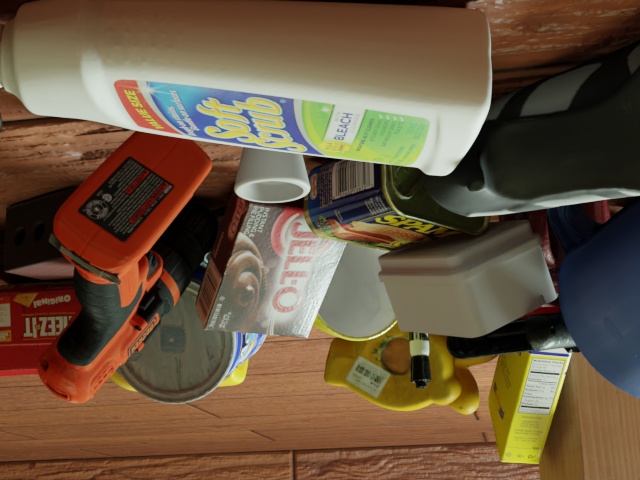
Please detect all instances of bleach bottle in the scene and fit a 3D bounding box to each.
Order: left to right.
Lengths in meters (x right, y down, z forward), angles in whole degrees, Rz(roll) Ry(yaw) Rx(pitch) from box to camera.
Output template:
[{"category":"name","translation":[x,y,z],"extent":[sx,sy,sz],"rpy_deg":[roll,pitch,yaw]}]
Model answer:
[{"category":"bleach bottle","translation":[-0.048,-0.081,0.533],"extent":[0.250,0.068,0.103],"rpy_deg":[3,163,-6]}]

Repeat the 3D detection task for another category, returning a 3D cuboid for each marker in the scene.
[{"category":"marker","translation":[0.088,0.073,0.963],"extent":[0.020,0.121,0.020],"rpy_deg":[-1,164,-1]}]

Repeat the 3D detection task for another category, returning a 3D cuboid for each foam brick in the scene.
[{"category":"foam brick","translation":[-0.193,-0.002,0.804],"extent":[0.078,0.053,0.051],"rpy_deg":[-13,160,34]}]

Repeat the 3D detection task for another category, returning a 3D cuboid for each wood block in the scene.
[{"category":"wood block","translation":[0.267,0.138,1.051],"extent":[0.090,0.206,0.090],"rpy_deg":[3,163,-15]}]

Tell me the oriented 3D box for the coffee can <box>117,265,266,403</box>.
[{"category":"coffee can","translation":[-0.106,0.072,0.905],"extent":[0.103,0.103,0.140],"rpy_deg":[-4,-176,10]}]

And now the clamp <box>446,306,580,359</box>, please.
[{"category":"clamp","translation":[0.182,0.066,0.792],"extent":[0.171,0.039,0.120],"rpy_deg":[0,176,-32]}]

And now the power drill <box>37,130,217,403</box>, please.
[{"category":"power drill","translation":[-0.119,0.006,0.717],"extent":[0.057,0.184,0.188],"rpy_deg":[30,148,7]}]

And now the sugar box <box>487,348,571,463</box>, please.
[{"category":"sugar box","translation":[0.199,0.116,1.011],"extent":[0.048,0.093,0.176],"rpy_deg":[3,121,-3]}]

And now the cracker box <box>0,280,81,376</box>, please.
[{"category":"cracker box","translation":[-0.239,0.072,0.933],"extent":[0.164,0.072,0.213],"rpy_deg":[-3,179,8]}]

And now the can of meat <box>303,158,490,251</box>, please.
[{"category":"can of meat","translation":[0.051,-0.030,0.727],"extent":[0.101,0.057,0.084],"rpy_deg":[12,161,-40]}]

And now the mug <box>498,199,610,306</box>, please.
[{"category":"mug","translation":[0.172,0.000,0.789],"extent":[0.093,0.081,0.117],"rpy_deg":[-7,163,19]}]

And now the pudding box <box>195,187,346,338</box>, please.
[{"category":"pudding box","translation":[-0.035,0.016,0.798],"extent":[0.089,0.039,0.114],"rpy_deg":[8,119,-29]}]
